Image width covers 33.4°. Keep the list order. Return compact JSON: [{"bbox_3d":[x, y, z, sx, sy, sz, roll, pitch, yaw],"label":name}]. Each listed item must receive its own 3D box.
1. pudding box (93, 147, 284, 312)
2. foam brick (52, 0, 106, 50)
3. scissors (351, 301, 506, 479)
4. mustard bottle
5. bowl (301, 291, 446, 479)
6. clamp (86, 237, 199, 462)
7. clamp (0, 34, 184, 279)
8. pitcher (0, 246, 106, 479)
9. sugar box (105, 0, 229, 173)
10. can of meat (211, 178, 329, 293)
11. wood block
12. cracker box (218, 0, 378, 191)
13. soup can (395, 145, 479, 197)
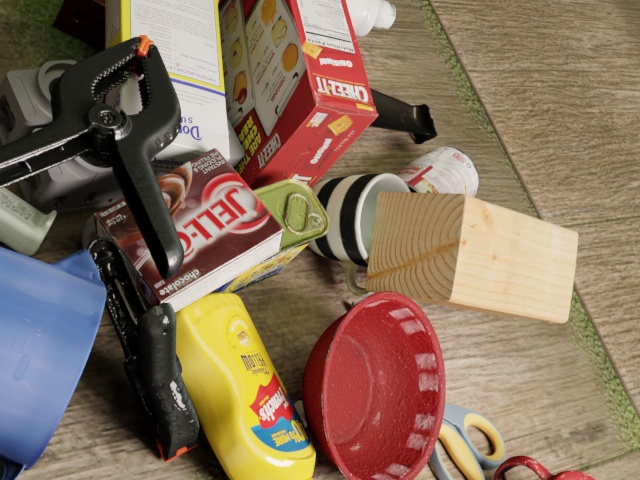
[{"bbox_3d":[-0.097,-0.006,0.796,0.113,0.039,0.090,-33,68,-21],"label":"pudding box"},{"bbox_3d":[-0.190,-0.207,0.959,0.078,0.053,0.051,25,49,-19],"label":"foam brick"},{"bbox_3d":[0.103,0.137,0.961,0.096,0.016,0.202,-8,66,-41],"label":"scissors"},{"bbox_3d":[-0.054,0.134,0.811,0.192,0.058,0.096,62,20,13],"label":"mustard bottle"},{"bbox_3d":[0.035,0.122,0.867,0.161,0.055,0.162,3,86,-49],"label":"bowl"},{"bbox_3d":[-0.124,0.080,0.756,0.039,0.171,0.120,-18,41,-18],"label":"clamp"},{"bbox_3d":[-0.163,-0.074,0.752,0.164,0.036,0.210,14,49,-10],"label":"clamp"},{"bbox_3d":[-0.272,0.054,0.673,0.242,0.145,0.149,24,28,-17],"label":"pitcher"},{"bbox_3d":[-0.128,-0.138,0.874,0.093,0.048,0.176,12,57,-28],"label":"sugar box"},{"bbox_3d":[-0.056,0.001,0.890,0.101,0.084,0.057,-23,75,-43],"label":"can of meat"},{"bbox_3d":[0.142,0.018,0.962,0.205,0.091,0.090,13,84,-50],"label":"wood block"},{"bbox_3d":[-0.037,-0.155,0.956,0.072,0.164,0.214,5,58,-32],"label":"cracker box"},{"bbox_3d":[0.105,-0.046,1.052,0.068,0.069,0.102,50,44,3],"label":"soup can"}]
